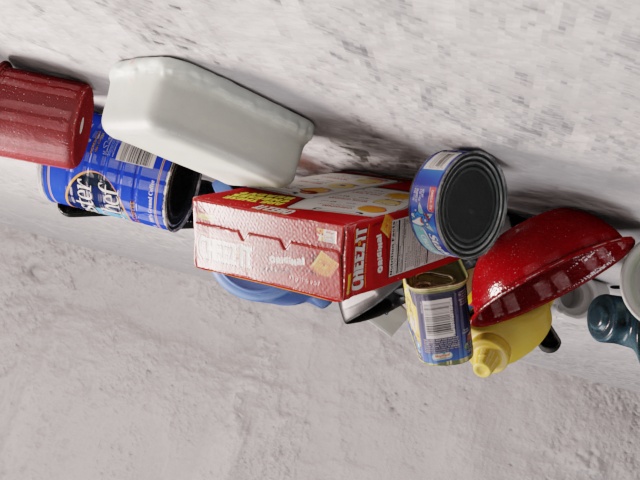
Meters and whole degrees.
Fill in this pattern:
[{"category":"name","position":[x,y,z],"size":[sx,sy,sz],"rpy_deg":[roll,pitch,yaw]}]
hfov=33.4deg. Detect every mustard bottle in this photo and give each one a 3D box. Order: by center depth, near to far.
[{"category":"mustard bottle","position":[0.187,0.072,1.078],"size":[0.096,0.191,0.058],"rpy_deg":[-5,121,29]}]

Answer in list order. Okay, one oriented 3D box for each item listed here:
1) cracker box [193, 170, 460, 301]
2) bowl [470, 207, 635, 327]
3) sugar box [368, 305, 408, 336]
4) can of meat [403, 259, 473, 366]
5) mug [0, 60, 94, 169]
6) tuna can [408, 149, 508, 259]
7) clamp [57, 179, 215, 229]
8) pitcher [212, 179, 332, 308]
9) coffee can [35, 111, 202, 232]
[{"category":"cracker box","position":[0.018,-0.010,0.944],"size":[0.164,0.072,0.213],"rpy_deg":[11,-164,36]},{"category":"bowl","position":[0.195,0.017,0.952],"size":[0.162,0.055,0.162],"rpy_deg":[-24,163,-8]},{"category":"sugar box","position":[0.039,0.044,1.363],"size":[0.093,0.048,0.176],"rpy_deg":[38,-175,-36]},{"category":"can of meat","position":[0.109,0.060,1.006],"size":[0.057,0.084,0.102],"rpy_deg":[-9,-158,0]},{"category":"mug","position":[-0.257,-0.116,0.991],"size":[0.081,0.093,0.117],"rpy_deg":[11,-156,-2]},{"category":"tuna can","position":[0.109,-0.029,0.845],"size":[0.086,0.086,0.034],"rpy_deg":[22,172,-42]},{"category":"clamp","position":[-0.176,-0.055,1.247],"size":[0.165,0.036,0.209],"rpy_deg":[-31,150,35]},{"category":"pitcher","position":[-0.058,0.001,1.167],"size":[0.149,0.145,0.242],"rpy_deg":[8,179,5]},{"category":"coffee can","position":[-0.203,-0.074,1.091],"size":[0.140,0.103,0.102],"rpy_deg":[14,173,10]}]
